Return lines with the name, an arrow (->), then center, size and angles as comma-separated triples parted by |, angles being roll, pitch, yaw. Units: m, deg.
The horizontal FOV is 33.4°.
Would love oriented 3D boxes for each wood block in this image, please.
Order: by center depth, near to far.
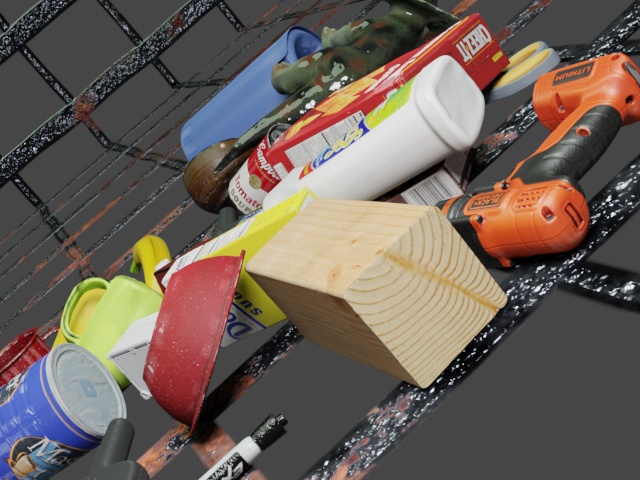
wood block -> 0.032, 0.030, 0.794 | 0.090, 0.090, 0.206 | -44, 17, -14

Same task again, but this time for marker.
marker -> -0.071, 0.170, 0.779 | 0.121, 0.020, 0.020 | -42, 17, -7

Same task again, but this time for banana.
banana -> -0.197, 0.037, 1.274 | 0.037, 0.070, 0.198 | -2, 18, -17

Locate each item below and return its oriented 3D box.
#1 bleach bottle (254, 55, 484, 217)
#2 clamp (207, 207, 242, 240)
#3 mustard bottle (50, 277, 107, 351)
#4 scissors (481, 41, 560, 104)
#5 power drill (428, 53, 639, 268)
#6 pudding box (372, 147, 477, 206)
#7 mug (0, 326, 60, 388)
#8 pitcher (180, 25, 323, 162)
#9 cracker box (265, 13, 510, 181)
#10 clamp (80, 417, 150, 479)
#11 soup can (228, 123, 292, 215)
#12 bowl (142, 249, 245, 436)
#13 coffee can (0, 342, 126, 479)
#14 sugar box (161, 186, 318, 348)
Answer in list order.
bleach bottle -> 0.028, -0.062, 0.954 | 0.251, 0.068, 0.102 | -33, 17, 32
clamp -> -0.123, 0.016, 1.241 | 0.120, 0.039, 0.172 | -54, 17, -5
mustard bottle -> -0.274, 0.139, 1.165 | 0.096, 0.058, 0.191 | -47, 22, 46
scissors -> 0.160, -0.148, 1.101 | 0.202, 0.016, 0.096 | -27, 19, 34
power drill -> 0.157, -0.055, 0.810 | 0.185, 0.057, 0.187 | -5, 41, 55
pudding box -> 0.083, -0.046, 0.967 | 0.114, 0.039, 0.090 | -30, 19, 29
mug -> -0.330, 0.153, 1.246 | 0.117, 0.081, 0.093 | -46, 18, -20
pitcher -> -0.076, -0.182, 1.511 | 0.243, 0.149, 0.145 | -33, 33, 31
cracker box -> 0.065, -0.135, 1.095 | 0.214, 0.072, 0.164 | -24, 16, 46
clamp -> -0.186, 0.210, 0.886 | 0.164, 0.036, 0.210 | -49, 18, -29
soup can -> -0.056, -0.078, 1.242 | 0.102, 0.068, 0.068 | -47, 8, 41
bowl -> -0.109, 0.078, 0.889 | 0.162, 0.055, 0.162 | -166, 91, -85
coffee can -> -0.274, 0.179, 1.035 | 0.140, 0.102, 0.103 | -35, 18, 16
sugar box -> -0.052, 0.029, 0.969 | 0.177, 0.093, 0.048 | -29, 20, 33
